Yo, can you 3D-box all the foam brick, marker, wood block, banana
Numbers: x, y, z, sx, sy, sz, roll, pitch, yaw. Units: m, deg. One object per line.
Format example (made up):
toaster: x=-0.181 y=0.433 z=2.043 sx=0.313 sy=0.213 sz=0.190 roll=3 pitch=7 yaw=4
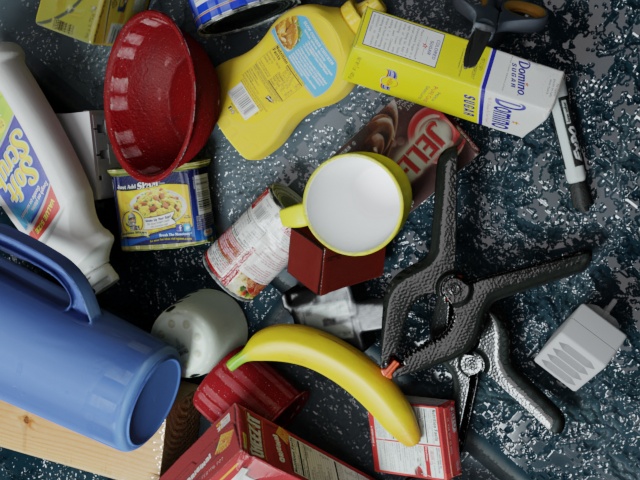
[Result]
foam brick: x=0.016 y=0.010 z=1.001 sx=0.051 sy=0.078 sz=0.053 roll=35 pitch=129 yaw=43
marker: x=0.224 y=-0.084 z=0.961 sx=0.020 sy=0.020 sz=0.121 roll=-13 pitch=93 yaw=19
wood block: x=-0.237 y=0.181 z=1.115 sx=0.206 sy=0.090 sz=0.091 roll=12 pitch=102 yaw=16
banana: x=0.012 y=0.125 z=1.004 sx=0.198 sy=0.037 sz=0.070 roll=23 pitch=112 yaw=11

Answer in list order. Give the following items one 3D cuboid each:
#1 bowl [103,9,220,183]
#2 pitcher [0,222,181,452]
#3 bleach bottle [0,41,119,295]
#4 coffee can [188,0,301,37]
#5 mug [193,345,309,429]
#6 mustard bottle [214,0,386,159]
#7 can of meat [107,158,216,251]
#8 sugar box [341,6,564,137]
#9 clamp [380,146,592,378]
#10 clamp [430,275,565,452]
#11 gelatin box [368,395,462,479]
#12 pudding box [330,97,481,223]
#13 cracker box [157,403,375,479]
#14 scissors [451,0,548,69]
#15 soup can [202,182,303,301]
bowl: x=-0.143 y=-0.135 z=1.015 sx=0.162 sy=0.055 sz=0.162 roll=5 pitch=97 yaw=50
pitcher: x=-0.257 y=0.096 z=1.015 sx=0.243 sy=0.149 sz=0.145 roll=22 pitch=69 yaw=17
bleach bottle: x=-0.271 y=-0.063 z=1.041 sx=0.103 sy=0.068 sz=0.251 roll=-35 pitch=88 yaw=22
coffee can: x=-0.087 y=-0.274 z=0.995 sx=0.103 sy=0.102 sz=0.140 roll=-17 pitch=92 yaw=20
mug: x=-0.075 y=0.166 z=1.066 sx=0.081 sy=0.093 sz=0.117 roll=40 pitch=139 yaw=14
mustard bottle: x=-0.018 y=-0.166 z=1.010 sx=0.192 sy=0.058 sz=0.096 roll=-35 pitch=80 yaw=20
can of meat: x=-0.158 y=-0.036 z=1.076 sx=0.102 sy=0.057 sz=0.084 roll=-4 pitch=98 yaw=19
sugar box: x=0.111 y=-0.142 z=0.924 sx=0.176 sy=0.093 sz=0.048 roll=20 pitch=81 yaw=-2
clamp: x=0.116 y=0.031 z=0.963 sx=0.164 sy=0.036 sz=0.210 roll=45 pitch=96 yaw=1
clamp: x=0.143 y=0.121 z=1.007 sx=0.120 sy=0.039 sz=0.171 roll=-29 pitch=81 yaw=24
gelatin box: x=0.090 y=0.187 z=1.023 sx=0.089 sy=0.030 sz=0.073 roll=-2 pitch=97 yaw=41
pudding box: x=0.079 y=-0.080 z=0.999 sx=0.114 sy=0.039 sz=0.090 roll=-42 pitch=85 yaw=19
cracker box: x=-0.048 y=0.271 z=1.018 sx=0.213 sy=0.072 sz=0.164 roll=34 pitch=111 yaw=-27
scissors: x=0.154 y=-0.175 z=0.893 sx=0.096 sy=0.201 sz=0.016 roll=10 pitch=122 yaw=-6
soup can: x=-0.057 y=0.001 z=1.041 sx=0.102 sy=0.068 sz=0.068 roll=-45 pitch=83 yaw=18
